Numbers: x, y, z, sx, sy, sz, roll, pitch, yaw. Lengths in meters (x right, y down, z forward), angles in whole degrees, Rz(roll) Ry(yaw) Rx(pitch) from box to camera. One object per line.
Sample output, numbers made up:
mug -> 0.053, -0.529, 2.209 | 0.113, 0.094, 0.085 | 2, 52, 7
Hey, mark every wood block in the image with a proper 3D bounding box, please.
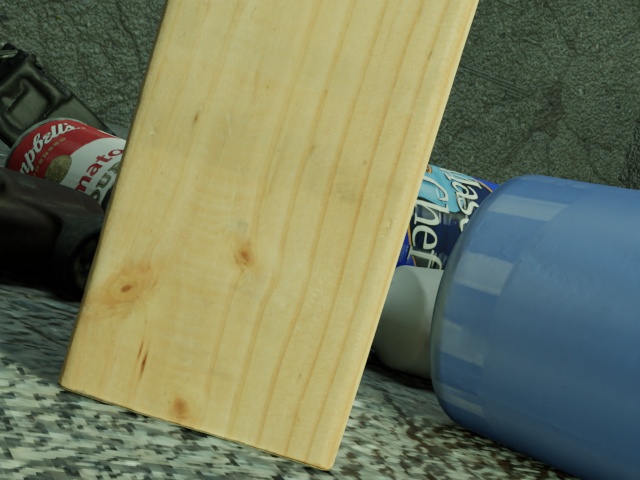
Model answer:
wood block -> -0.006, -0.044, 0.355 | 0.090, 0.206, 0.091 | 17, 5, 3

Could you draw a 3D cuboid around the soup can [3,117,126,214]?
soup can -> -0.115, -0.022, 0.567 | 0.068, 0.068, 0.102 | 12, 7, -46
